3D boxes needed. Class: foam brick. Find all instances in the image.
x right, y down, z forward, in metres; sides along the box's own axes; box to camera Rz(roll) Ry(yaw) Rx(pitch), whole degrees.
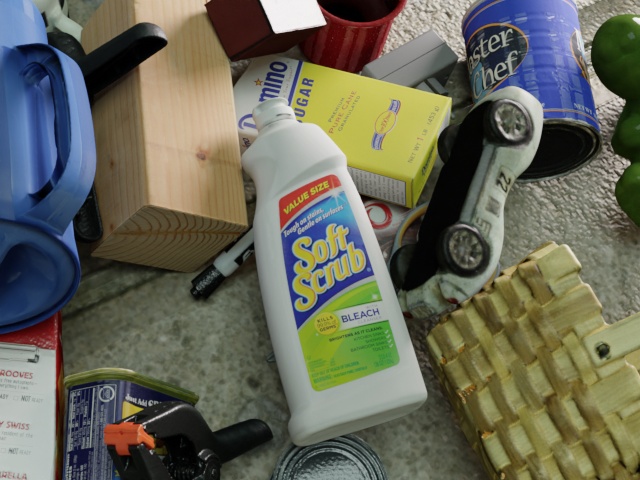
[{"bbox_3d":[-0.043,-0.182,0.861,0.078,0.053,0.051,-24,89,-54],"label":"foam brick"}]

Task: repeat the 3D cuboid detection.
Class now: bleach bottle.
[{"bbox_3d":[-0.008,0.013,0.774,0.102,0.068,0.251,-15,72,-12],"label":"bleach bottle"}]

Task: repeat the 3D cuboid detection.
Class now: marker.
[{"bbox_3d":[-0.055,0.001,0.832,0.121,0.020,0.020,-43,77,-1],"label":"marker"}]

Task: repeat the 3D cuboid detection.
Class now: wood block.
[{"bbox_3d":[-0.125,-0.092,0.835,0.090,0.090,0.206,12,58,-36],"label":"wood block"}]

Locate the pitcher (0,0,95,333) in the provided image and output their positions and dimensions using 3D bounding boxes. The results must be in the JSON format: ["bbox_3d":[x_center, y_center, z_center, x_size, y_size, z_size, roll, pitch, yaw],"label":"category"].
[{"bbox_3d":[-0.230,-0.071,0.728,0.149,0.145,0.243,-5,55,-11],"label":"pitcher"}]

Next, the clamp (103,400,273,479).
[{"bbox_3d":[-0.083,0.165,0.707,0.039,0.171,0.120,-15,65,26],"label":"clamp"}]

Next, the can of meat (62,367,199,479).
[{"bbox_3d":[-0.130,0.141,0.731,0.058,0.102,0.084,-15,63,27],"label":"can of meat"}]

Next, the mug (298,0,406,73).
[{"bbox_3d":[0.027,-0.210,0.940,0.093,0.082,0.117,21,62,1],"label":"mug"}]

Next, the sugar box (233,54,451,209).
[{"bbox_3d":[0.009,-0.094,0.873,0.176,0.048,0.093,17,57,15],"label":"sugar box"}]

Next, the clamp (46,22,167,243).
[{"bbox_3d":[-0.190,-0.114,0.816,0.036,0.165,0.210,12,20,-42],"label":"clamp"}]

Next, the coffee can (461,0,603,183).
[{"bbox_3d":[0.180,-0.135,0.918,0.102,0.103,0.140,1,64,-10],"label":"coffee can"}]

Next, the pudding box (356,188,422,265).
[{"bbox_3d":[0.028,0.004,0.858,0.113,0.039,0.090,-14,67,-16],"label":"pudding box"}]

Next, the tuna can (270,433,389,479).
[{"bbox_3d":[0.005,0.182,0.769,0.086,0.034,0.086,4,63,-8],"label":"tuna can"}]

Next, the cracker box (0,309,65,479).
[{"bbox_3d":[-0.260,0.125,0.731,0.164,0.072,0.214,-1,63,-11],"label":"cracker box"}]
